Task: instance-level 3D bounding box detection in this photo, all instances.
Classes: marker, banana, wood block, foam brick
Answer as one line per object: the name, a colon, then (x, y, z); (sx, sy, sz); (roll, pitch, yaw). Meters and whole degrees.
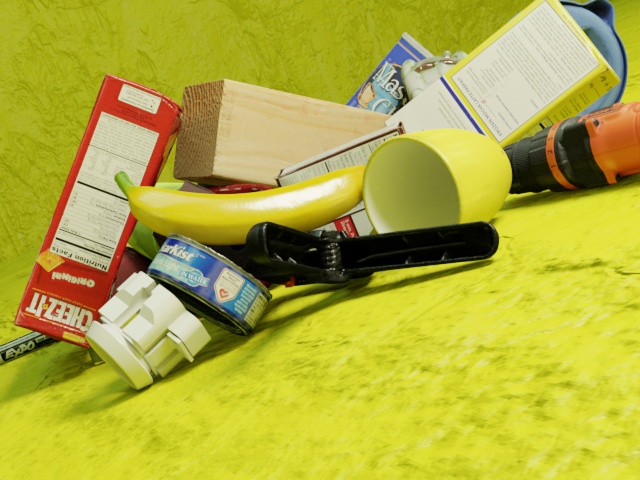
marker: (-0.306, 0.108, 1.083); (0.121, 0.020, 0.020); (-23, 8, 0)
banana: (-0.054, -0.028, 0.777); (0.197, 0.069, 0.037); (0, -31, -4)
wood block: (-0.025, -0.087, 1.017); (0.205, 0.090, 0.091); (8, -2, -31)
foam brick: (-0.079, 0.000, 0.818); (0.053, 0.078, 0.051); (-61, -12, -17)

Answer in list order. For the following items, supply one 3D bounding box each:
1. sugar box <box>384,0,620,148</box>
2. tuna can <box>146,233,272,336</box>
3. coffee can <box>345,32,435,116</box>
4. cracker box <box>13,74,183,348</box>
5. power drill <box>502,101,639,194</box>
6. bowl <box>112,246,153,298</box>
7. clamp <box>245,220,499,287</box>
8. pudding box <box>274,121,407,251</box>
sugar box: (0.149, -0.115, 0.892); (0.176, 0.093, 0.048); (-39, -29, 17)
tuna can: (-0.078, 0.032, 0.746); (0.033, 0.086, 0.086); (-59, 19, -13)
coffee can: (0.088, -0.146, 1.195); (0.140, 0.103, 0.102); (-50, 4, 11)
cracker box: (-0.186, -0.024, 0.916); (0.072, 0.214, 0.164); (20, -2, -9)
power drill: (0.242, -0.090, 0.806); (0.187, 0.057, 0.185); (-30, 12, -35)
bowl: (-0.241, 0.049, 1.166); (0.162, 0.055, 0.162); (-21, 9, 3)
clamp: (0.016, 0.011, 0.735); (0.164, 0.036, 0.210); (0, -7, -13)
pudding box: (0.031, -0.034, 0.865); (0.113, 0.090, 0.039); (-21, 9, 12)
